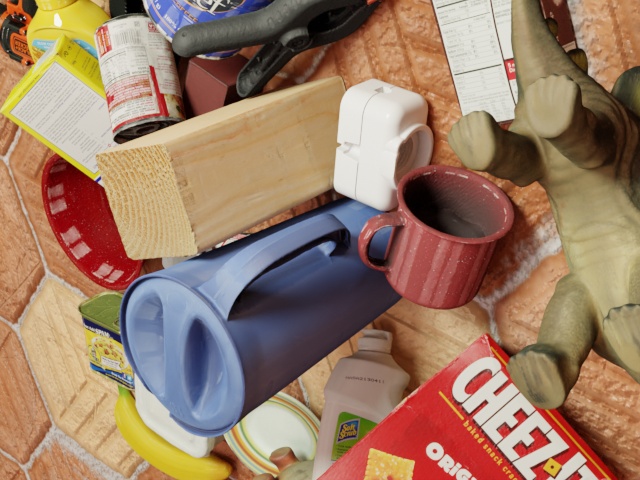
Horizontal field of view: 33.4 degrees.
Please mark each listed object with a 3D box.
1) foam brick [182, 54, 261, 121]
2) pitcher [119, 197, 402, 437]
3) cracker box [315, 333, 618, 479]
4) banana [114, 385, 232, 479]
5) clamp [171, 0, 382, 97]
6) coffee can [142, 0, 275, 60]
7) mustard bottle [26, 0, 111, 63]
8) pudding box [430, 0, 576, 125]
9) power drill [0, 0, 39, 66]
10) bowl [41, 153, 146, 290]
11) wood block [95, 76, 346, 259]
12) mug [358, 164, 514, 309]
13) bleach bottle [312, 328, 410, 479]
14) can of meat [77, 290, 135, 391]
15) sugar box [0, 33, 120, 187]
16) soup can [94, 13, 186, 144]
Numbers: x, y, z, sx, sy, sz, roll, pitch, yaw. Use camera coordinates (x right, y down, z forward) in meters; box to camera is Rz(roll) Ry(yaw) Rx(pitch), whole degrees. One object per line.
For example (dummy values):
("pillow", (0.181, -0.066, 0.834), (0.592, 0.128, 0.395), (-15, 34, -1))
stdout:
("foam brick", (-0.092, -0.128, 0.979), (0.051, 0.052, 0.078), (37, 130, 24))
("pitcher", (-0.029, 0.043, 0.868), (0.149, 0.242, 0.145), (2, 111, 42))
("cracker box", (0.107, 0.204, 0.855), (0.213, 0.072, 0.164), (-41, 77, 0))
("banana", (-0.183, 0.239, 1.253), (0.198, 0.037, 0.070), (32, 130, 28))
("clamp", (-0.024, -0.169, 0.869), (0.171, 0.120, 0.039), (-18, 77, 11))
("coffee can", (-0.071, -0.230, 0.873), (0.103, 0.102, 0.141), (56, 136, 7))
("mustard bottle", (-0.234, -0.177, 1.044), (0.096, 0.058, 0.191), (6, 131, 25))
("pudding box", (0.135, -0.142, 0.774), (0.090, 0.039, 0.113), (-5, 104, 44))
("power drill", (-0.308, -0.276, 1.104), (0.185, 0.057, 0.188), (25, 128, 27))
("bowl", (-0.228, -0.029, 1.145), (0.162, 0.055, 0.162), (24, 129, 33))
("wood block", (-0.068, -0.062, 0.878), (0.091, 0.205, 0.090), (-4, 107, 44))
("mug", (0.086, 0.001, 0.839), (0.093, 0.117, 0.082), (-114, 27, -43))
("bleach bottle", (0.045, 0.205, 0.946), (0.068, 0.102, 0.251), (99, 178, -78))
("can of meat", (-0.225, 0.116, 1.218), (0.102, 0.057, 0.084), (19, 124, 36))
("sugar box", (-0.206, -0.107, 1.027), (0.176, 0.048, 0.093), (37, 123, -25))
("soup can", (-0.163, -0.144, 0.961), (0.069, 0.068, 0.102), (-23, 76, 46))
